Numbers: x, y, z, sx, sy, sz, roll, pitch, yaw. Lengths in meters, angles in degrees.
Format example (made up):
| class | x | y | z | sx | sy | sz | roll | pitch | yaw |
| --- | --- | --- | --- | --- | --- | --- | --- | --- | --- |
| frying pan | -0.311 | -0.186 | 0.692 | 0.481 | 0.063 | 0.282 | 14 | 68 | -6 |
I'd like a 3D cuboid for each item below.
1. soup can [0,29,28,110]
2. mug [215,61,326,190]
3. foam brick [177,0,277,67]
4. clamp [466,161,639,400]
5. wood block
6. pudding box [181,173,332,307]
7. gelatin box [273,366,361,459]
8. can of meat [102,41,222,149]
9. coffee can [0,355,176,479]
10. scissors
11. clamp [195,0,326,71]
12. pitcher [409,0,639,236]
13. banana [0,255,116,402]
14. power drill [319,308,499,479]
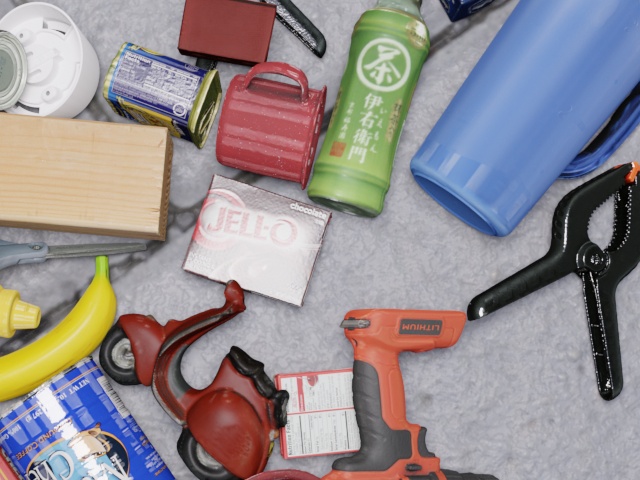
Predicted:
| class | x | y | z | sx | sy | sz | roll | pitch | yaw |
| --- | --- | --- | --- | --- | --- | --- | --- | --- | --- |
| soup can | -0.307 | -0.148 | 0.897 | 0.102 | 0.068 | 0.068 | 11 | 83 | 22 |
| mug | -0.042 | -0.105 | 0.922 | 0.081 | 0.117 | 0.093 | 13 | 50 | 2 |
| foam brick | -0.080 | -0.181 | 0.923 | 0.078 | 0.053 | 0.051 | 9 | 92 | -3 |
| clamp | 0.228 | 0.019 | 0.954 | 0.164 | 0.036 | 0.210 | 23 | 80 | -16 |
| wood block | -0.234 | -0.056 | 0.913 | 0.206 | 0.090 | 0.091 | 5 | 85 | -4 |
| pudding box | -0.056 | 0.001 | 0.944 | 0.113 | 0.039 | 0.090 | 18 | 83 | -2 |
| gelatin box | 0.006 | 0.150 | 0.939 | 0.089 | 0.030 | 0.073 | -5 | 86 | -6 |
| can of meat | -0.135 | -0.126 | 0.921 | 0.084 | 0.102 | 0.057 | 20 | 83 | 0 |
| coffee can | -0.193 | 0.182 | 0.886 | 0.102 | 0.103 | 0.140 | -35 | 88 | -6 |
| scissors | -0.262 | 0.003 | 0.927 | 0.201 | 0.096 | 0.016 | -13 | 125 | -36 |
| clamp | -0.078 | -0.225 | 0.966 | 0.120 | 0.039 | 0.171 | -23 | 87 | -9 |
| pitcher | 0.196 | -0.120 | 0.937 | 0.149 | 0.145 | 0.243 | 37 | 87 | 12 |
| banana | -0.249 | 0.096 | 0.927 | 0.197 | 0.037 | 0.070 | -36 | 58 | -9 |
| power drill | 0.084 | 0.153 | 0.912 | 0.184 | 0.057 | 0.187 | 5 | 82 | -27 |
